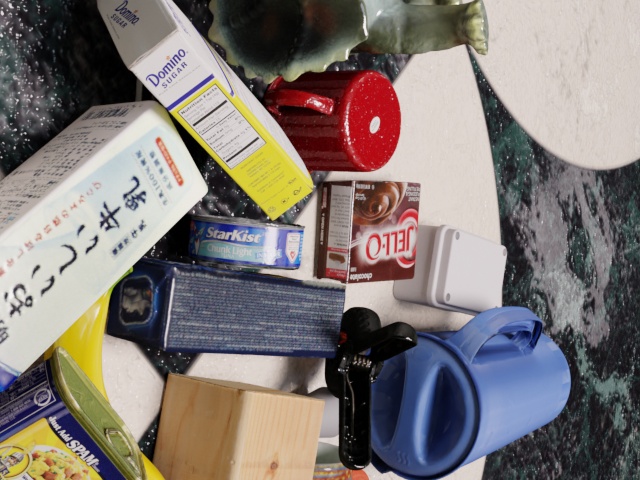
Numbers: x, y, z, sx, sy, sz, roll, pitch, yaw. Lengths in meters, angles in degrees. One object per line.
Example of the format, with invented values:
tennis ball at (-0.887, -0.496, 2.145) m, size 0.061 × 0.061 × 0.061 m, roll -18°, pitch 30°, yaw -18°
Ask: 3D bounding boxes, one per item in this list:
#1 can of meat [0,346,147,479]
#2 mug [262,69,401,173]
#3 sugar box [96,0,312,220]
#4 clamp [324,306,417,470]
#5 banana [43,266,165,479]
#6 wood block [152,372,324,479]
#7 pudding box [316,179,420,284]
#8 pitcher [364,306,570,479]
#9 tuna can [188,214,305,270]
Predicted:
can of meat at (-0.170, 0.129, 0.661) m, size 0.084 × 0.057 × 0.102 m, roll -31°, pitch 124°, yaw -2°
mug at (0.005, -0.100, 0.859) m, size 0.117 × 0.082 × 0.093 m, roll 22°, pitch 77°, yaw -50°
sugar box at (-0.076, -0.096, 0.720) m, size 0.048 × 0.093 × 0.176 m, roll -38°, pitch 136°, yaw 8°
clamp at (0.036, 0.093, 0.862) m, size 0.039 × 0.171 × 0.120 m, roll 23°, pitch 108°, yaw -18°
banana at (-0.145, 0.111, 0.717) m, size 0.069 × 0.037 × 0.198 m, roll -8°, pitch 114°, yaw -5°
wood block at (-0.072, 0.211, 0.794) m, size 0.090 × 0.090 × 0.206 m, roll 17°, pitch 81°, yaw -50°
pudding box at (0.045, -0.009, 0.953) m, size 0.113 × 0.039 × 0.090 m, roll -2°, pitch 96°, yaw -51°
pitcher at (0.154, 0.138, 1.030) m, size 0.242 × 0.149 × 0.145 m, roll -2°, pitch 84°, yaw -54°
tuna can at (-0.055, 0.001, 0.794) m, size 0.085 × 0.086 × 0.034 m, roll 3°, pitch 93°, yaw -51°
